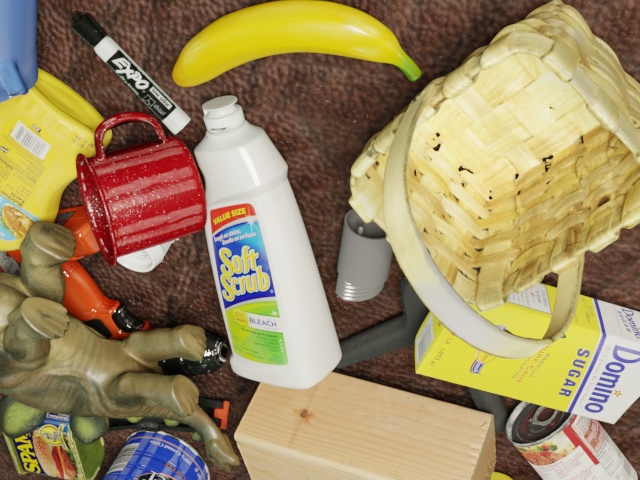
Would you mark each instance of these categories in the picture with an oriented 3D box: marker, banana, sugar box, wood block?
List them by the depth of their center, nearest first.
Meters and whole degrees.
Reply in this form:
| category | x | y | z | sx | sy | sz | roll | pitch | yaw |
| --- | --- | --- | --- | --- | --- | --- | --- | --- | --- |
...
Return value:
| category | x | y | z | sx | sy | sz | roll | pitch | yaw |
| --- | --- | --- | --- | --- | --- | --- | --- | --- | --- |
| banana | -0.028 | -0.142 | 0.777 | 0.198 | 0.037 | 0.069 | 3 | 125 | 22 |
| sugar box | 0.170 | 0.081 | 0.820 | 0.176 | 0.048 | 0.093 | 17 | 130 | -11 |
| marker | -0.152 | -0.134 | 0.849 | 0.121 | 0.020 | 0.020 | 46 | 130 | -13 |
| wood block | 0.042 | 0.184 | 0.938 | 0.206 | 0.090 | 0.090 | 13 | 144 | 21 |

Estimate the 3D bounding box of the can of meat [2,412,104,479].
| category | x | y | z | sx | sy | sz | roll | pitch | yaw |
| --- | --- | --- | --- | --- | --- | --- | --- | --- | --- |
| can of meat | -0.285 | 0.211 | 1.149 | 0.084 | 0.057 | 0.102 | 7 | 128 | 16 |

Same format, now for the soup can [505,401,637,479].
| category | x | y | z | sx | sy | sz | roll | pitch | yaw |
| --- | --- | --- | --- | --- | --- | --- | --- | --- | --- |
| soup can | 0.212 | 0.180 | 0.897 | 0.069 | 0.068 | 0.102 | -26 | 112 | 36 |

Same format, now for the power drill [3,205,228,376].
| category | x | y | z | sx | sy | sz | roll | pitch | yaw |
| --- | --- | --- | --- | --- | --- | --- | --- | --- | --- |
| power drill | -0.192 | 0.057 | 0.988 | 0.185 | 0.057 | 0.187 | -8 | 122 | 28 |

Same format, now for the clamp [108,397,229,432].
| category | x | y | z | sx | sy | sz | roll | pitch | yaw |
| --- | --- | --- | --- | --- | --- | --- | --- | --- | --- |
| clamp | -0.172 | 0.174 | 1.071 | 0.171 | 0.039 | 0.120 | 6 | 165 | 9 |

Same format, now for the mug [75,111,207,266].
| category | x | y | z | sx | sy | sz | roll | pitch | yaw |
| --- | --- | --- | --- | --- | --- | --- | --- | --- | --- |
| mug | -0.144 | -0.046 | 0.848 | 0.093 | 0.081 | 0.117 | 34 | 138 | 60 |

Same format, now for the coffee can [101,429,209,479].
| category | x | y | z | sx | sy | sz | roll | pitch | yaw |
| --- | --- | --- | --- | --- | --- | --- | --- | --- | --- |
| coffee can | -0.189 | 0.281 | 1.103 | 0.103 | 0.140 | 0.103 | 12 | 129 | 15 |

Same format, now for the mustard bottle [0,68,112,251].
| category | x | y | z | sx | sy | sz | roll | pitch | yaw |
| --- | --- | --- | --- | --- | --- | --- | --- | --- | --- |
| mustard bottle | -0.263 | -0.048 | 0.907 | 0.096 | 0.058 | 0.192 | 38 | 115 | -5 |

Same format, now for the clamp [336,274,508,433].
| category | x | y | z | sx | sy | sz | roll | pitch | yaw |
| --- | --- | --- | --- | --- | --- | --- | --- | --- | --- |
| clamp | 0.112 | 0.076 | 0.882 | 0.164 | 0.036 | 0.210 | 27 | 135 | 1 |

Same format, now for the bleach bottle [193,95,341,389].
| category | x | y | z | sx | sy | sz | roll | pitch | yaw |
| --- | --- | --- | --- | --- | --- | --- | --- | --- | --- |
| bleach bottle | -0.056 | 0.001 | 0.881 | 0.103 | 0.068 | 0.251 | 9 | 125 | 39 |
